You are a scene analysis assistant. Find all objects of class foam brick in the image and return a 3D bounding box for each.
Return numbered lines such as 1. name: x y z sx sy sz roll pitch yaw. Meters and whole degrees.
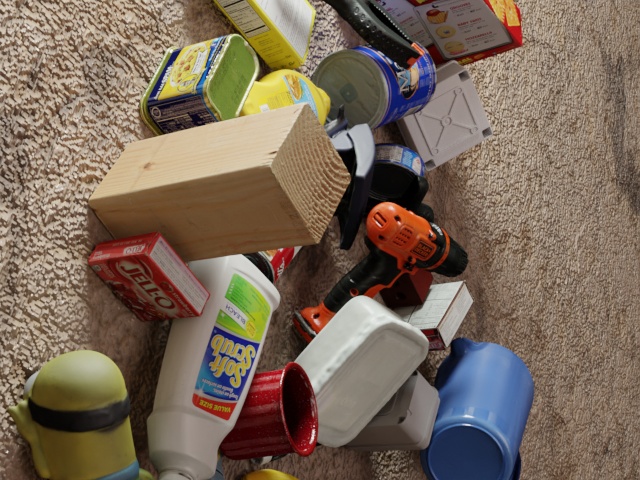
1. foam brick: 0.101 0.039 1.356 0.078 0.053 0.051 61 40 -28

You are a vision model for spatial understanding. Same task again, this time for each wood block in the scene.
1. wood block: -0.091 -0.045 0.951 0.090 0.206 0.090 58 41 -32

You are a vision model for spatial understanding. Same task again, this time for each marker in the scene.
1. marker: -0.033 0.222 1.152 0.120 0.020 0.020 -3 86 -56

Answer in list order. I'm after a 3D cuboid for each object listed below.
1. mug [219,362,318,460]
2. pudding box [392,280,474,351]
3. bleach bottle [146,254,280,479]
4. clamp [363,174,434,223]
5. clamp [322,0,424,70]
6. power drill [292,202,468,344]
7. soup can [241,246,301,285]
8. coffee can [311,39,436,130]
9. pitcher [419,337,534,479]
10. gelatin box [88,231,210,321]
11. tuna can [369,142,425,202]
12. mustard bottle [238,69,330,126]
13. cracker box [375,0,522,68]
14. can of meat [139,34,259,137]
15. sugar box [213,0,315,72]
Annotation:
1. mug: -0.052 0.178 1.066 0.117 0.082 0.093 51 33 -52
2. pudding box: 0.135 0.099 1.360 0.113 0.090 0.039 -52 125 -47
3. bleach bottle: -0.104 0.130 0.988 0.102 0.068 0.250 49 36 -36
4. clamp: 0.084 -0.035 1.326 0.171 0.120 0.039 58 34 -64
5. clamp: 0.035 -0.281 1.239 0.209 0.036 0.164 37 25 -18
6. power drill: 0.070 0.053 1.207 0.188 0.057 0.184 -51 140 10
7. soup can: -0.057 0.001 1.116 0.102 0.069 0.068 -54 127 -46
8. coffee can: 0.067 -0.191 1.306 0.140 0.103 0.103 -28 107 -54
9. pitcher: 0.198 0.233 1.325 0.242 0.149 0.145 -43 155 -71
10. gelatin box: -0.154 0.035 0.961 0.089 0.073 0.030 54 43 -35
11. tuna can: 0.087 -0.084 1.330 0.086 0.086 0.033 46 46 -42
12. mustard bottle: -0.044 -0.137 1.171 0.191 0.058 0.096 -28 102 -54
13. cracker box: 0.144 -0.305 1.386 0.213 0.164 0.072 34 50 -48
14. can of meat: -0.117 -0.151 1.044 0.057 0.084 0.102 51 45 -37
15. sugar box: -0.073 -0.273 1.164 0.176 0.048 0.093 45 42 -39
